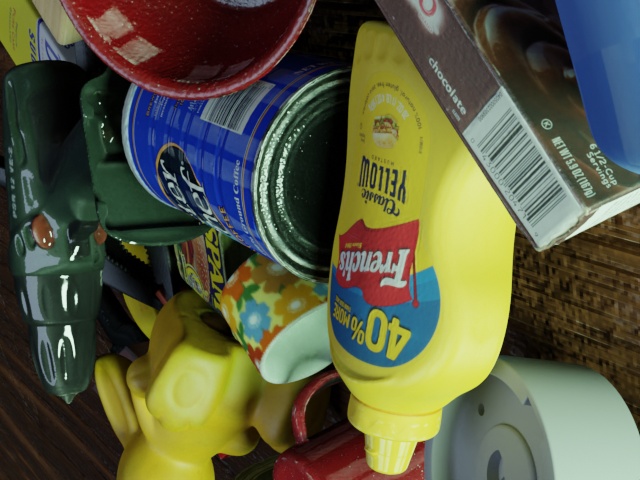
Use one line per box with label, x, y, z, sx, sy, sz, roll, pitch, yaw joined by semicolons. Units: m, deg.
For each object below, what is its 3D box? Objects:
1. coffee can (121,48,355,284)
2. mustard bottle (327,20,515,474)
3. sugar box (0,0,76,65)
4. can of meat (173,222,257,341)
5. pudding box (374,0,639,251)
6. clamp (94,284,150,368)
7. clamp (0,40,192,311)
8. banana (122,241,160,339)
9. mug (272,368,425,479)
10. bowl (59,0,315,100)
coffee can;-0.025;-0.047;0.539;0.140;0.102;0.103;26;132;52
mustard bottle;0.041;0.008;0.451;0.096;0.058;0.192;26;113;54
sugar box;-0.225;-0.169;0.869;0.176;0.048;0.093;56;150;23
can of meat;-0.054;0.001;0.679;0.084;0.057;0.102;37;141;48
pudding box;0.081;-0.063;0.352;0.113;0.089;0.039;61;154;11
clamp;-0.177;0.111;0.998;0.172;0.039;0.120;41;147;40
clamp;-0.157;-0.042;0.783;0.210;0.036;0.165;47;120;11
banana;-0.134;0.018;0.860;0.070;0.037;0.198;18;134;20
mug;0.022;0.131;0.609;0.093;0.081;0.117;-19;93;63
bowl;-0.053;-0.148;0.488;0.162;0.055;0.162;11;112;29
